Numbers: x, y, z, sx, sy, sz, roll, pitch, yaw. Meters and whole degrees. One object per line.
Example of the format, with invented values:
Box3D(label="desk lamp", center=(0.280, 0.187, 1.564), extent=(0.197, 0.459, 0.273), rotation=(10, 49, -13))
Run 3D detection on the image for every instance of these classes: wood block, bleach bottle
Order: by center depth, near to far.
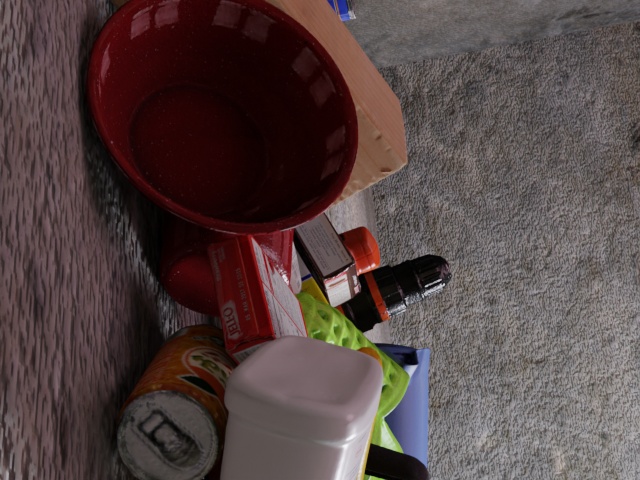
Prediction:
Box3D(label="bleach bottle", center=(-0.027, 0.181, 0.543), extent=(0.102, 0.068, 0.251), rotation=(-35, 138, -72))
Box3D(label="wood block", center=(-0.035, -0.124, 0.711), extent=(0.206, 0.091, 0.090), rotation=(49, 23, -31))

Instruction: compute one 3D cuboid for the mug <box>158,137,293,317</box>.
Box3D(label="mug", center=(-0.056, 0.002, 0.685), extent=(0.117, 0.093, 0.081), rotation=(77, 12, -52))

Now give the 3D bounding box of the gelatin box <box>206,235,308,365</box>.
Box3D(label="gelatin box", center=(-0.032, 0.049, 0.611), extent=(0.089, 0.030, 0.073), rotation=(58, 13, -52))

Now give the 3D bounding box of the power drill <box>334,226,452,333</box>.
Box3D(label="power drill", center=(0.036, 0.041, 1.118), extent=(0.187, 0.184, 0.057), rotation=(-107, 176, -75))

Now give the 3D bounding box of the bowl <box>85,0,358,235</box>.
Box3D(label="bowl", center=(-0.061, -0.066, 0.616), extent=(0.055, 0.161, 0.162), rotation=(136, -46, -55))

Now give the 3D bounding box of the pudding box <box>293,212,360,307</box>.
Box3D(label="pudding box", center=(-0.006, -0.001, 1.003), extent=(0.113, 0.039, 0.090), rotation=(57, -6, 21))
